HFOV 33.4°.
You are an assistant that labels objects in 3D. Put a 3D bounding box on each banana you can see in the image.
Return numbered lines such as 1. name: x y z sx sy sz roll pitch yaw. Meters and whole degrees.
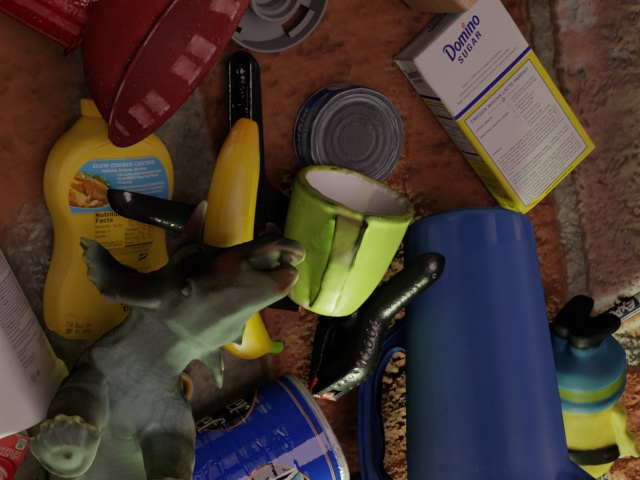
1. banana: -0.061 0.013 0.776 0.037 0.069 0.198 6 118 17

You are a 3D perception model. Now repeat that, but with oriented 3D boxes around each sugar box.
1. sugar box: 0.148 -0.116 0.901 0.093 0.048 0.176 -43 112 -9

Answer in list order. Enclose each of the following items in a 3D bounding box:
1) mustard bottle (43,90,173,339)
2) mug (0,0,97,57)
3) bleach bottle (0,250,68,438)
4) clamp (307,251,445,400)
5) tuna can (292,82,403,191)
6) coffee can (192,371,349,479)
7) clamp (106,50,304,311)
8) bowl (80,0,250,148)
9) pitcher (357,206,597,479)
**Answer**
1. mustard bottle: -0.154 -0.028 0.779 0.096 0.058 0.192 -7 105 -36
2. mug: -0.181 -0.193 0.719 0.081 0.093 0.117 28 59 -22
3. bleach bottle: -0.256 0.008 0.732 0.068 0.102 0.251 -20 104 2
4. clamp: 0.033 0.049 0.873 0.039 0.120 0.172 22 114 -26
5. tuna can: 0.023 -0.083 0.859 0.086 0.034 0.086 -6 105 -23
6. coffee can: -0.062 0.181 0.847 0.140 0.103 0.103 -27 112 -16
7. clamp: -0.069 -0.014 0.810 0.164 0.036 0.210 -46 129 -32
8. bowl: -0.108 -0.142 0.705 0.055 0.162 0.162 37 86 4
9. pitcher: 0.118 0.103 0.864 0.149 0.145 0.243 2 76 -20
